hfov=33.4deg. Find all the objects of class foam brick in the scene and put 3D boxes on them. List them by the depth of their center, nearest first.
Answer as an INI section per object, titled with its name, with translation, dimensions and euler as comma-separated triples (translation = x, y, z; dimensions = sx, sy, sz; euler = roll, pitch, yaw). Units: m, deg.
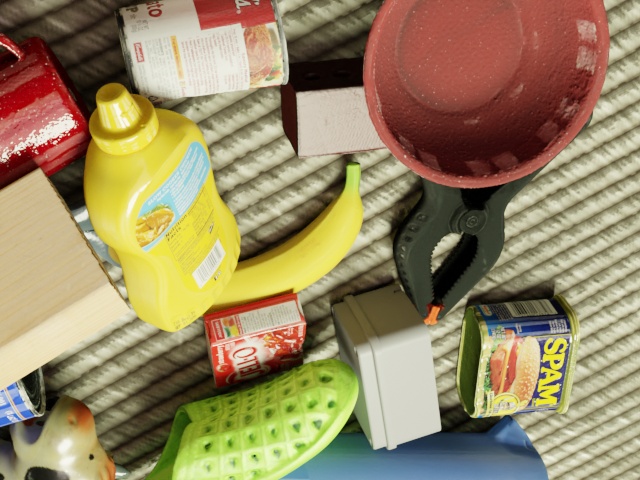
[foam brick]
translation = 0.015, -0.095, 0.751
dimensions = 0.078, 0.053, 0.051
euler = -8, 120, -12

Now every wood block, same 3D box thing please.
[wood block]
translation = -0.233, 0.054, 0.661
dimensions = 0.206, 0.090, 0.091
euler = -32, 80, -9

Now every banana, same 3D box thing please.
[banana]
translation = -0.043, 0.015, 0.811
dimensions = 0.198, 0.037, 0.069
euler = -30, 100, 1

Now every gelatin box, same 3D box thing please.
[gelatin box]
translation = -0.050, 0.079, 0.824
dimensions = 0.073, 0.030, 0.089
euler = -13, 152, -10

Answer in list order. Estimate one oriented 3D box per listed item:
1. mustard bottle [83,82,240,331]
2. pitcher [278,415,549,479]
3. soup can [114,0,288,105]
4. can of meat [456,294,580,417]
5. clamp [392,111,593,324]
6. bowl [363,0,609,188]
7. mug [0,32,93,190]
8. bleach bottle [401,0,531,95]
[mustard bottle]
translation = -0.107, -0.028, 0.697
dimensions = 0.096, 0.058, 0.191
euler = -55, 152, -27
[pitcher]
translation = 0.061, 0.234, 0.906
dimensions = 0.242, 0.149, 0.145
euler = 5, 143, -14
[soup can]
translation = -0.078, -0.127, 0.699
dimensions = 0.102, 0.068, 0.068
euler = -12, 121, -8
[can of meat]
translation = 0.164, 0.099, 0.901
dimensions = 0.084, 0.057, 0.102
euler = -4, 119, -10
[clamp]
translation = 0.101, -0.029, 0.818
dimensions = 0.164, 0.036, 0.210
euler = 9, 119, -28
[bowl]
translation = 0.098, -0.118, 0.677
dimensions = 0.162, 0.055, 0.162
euler = -5, 115, -12
[mug]
translation = -0.198, -0.085, 0.675
dimensions = 0.081, 0.093, 0.117
euler = -30, 133, -3
[bleach bottle]
translation = 0.146, -0.226, 0.708
dimensions = 0.102, 0.068, 0.251
euler = 22, 109, -25
